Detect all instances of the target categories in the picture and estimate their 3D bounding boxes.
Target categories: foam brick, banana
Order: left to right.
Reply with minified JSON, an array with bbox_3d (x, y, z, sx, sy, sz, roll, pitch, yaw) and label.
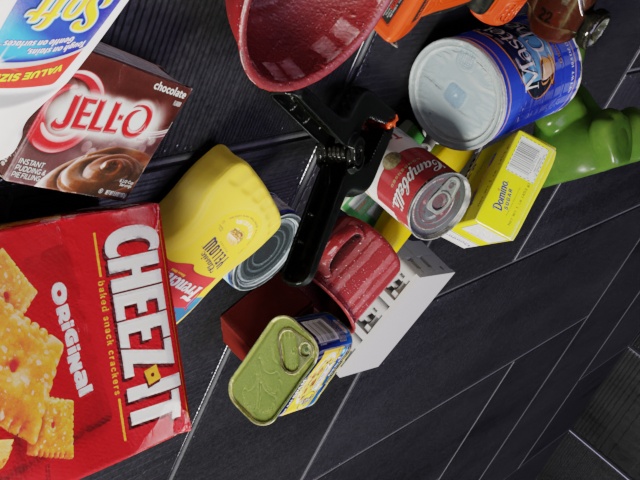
[{"bbox_3d":[-0.051,0.079,1.024,0.078,0.051,0.053,-38,154,-23],"label":"foam brick"},{"bbox_3d":[0.105,-0.047,1.085,0.198,0.037,0.069,-50,156,1],"label":"banana"}]

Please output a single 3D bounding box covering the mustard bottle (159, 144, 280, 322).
[{"bbox_3d":[-0.119,0.020,0.811,0.191,0.058,0.096,-44,147,-12],"label":"mustard bottle"}]

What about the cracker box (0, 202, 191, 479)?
[{"bbox_3d":[-0.183,0.070,0.661,0.213,0.072,0.164,-15,100,-51],"label":"cracker box"}]

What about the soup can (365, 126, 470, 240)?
[{"bbox_3d":[0.079,-0.055,0.969,0.068,0.102,0.068,-20,131,-25],"label":"soup can"}]

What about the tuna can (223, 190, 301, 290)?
[{"bbox_3d":[-0.056,0.001,0.922,0.086,0.034,0.086,-39,154,-23],"label":"tuna can"}]

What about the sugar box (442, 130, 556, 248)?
[{"bbox_3d":[0.160,-0.044,1.010,0.093,0.048,0.176,-62,-174,-6],"label":"sugar box"}]

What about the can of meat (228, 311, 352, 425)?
[{"bbox_3d":[-0.024,0.115,0.986,0.102,0.057,0.083,-56,158,18],"label":"can of meat"}]

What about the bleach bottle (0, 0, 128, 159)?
[{"bbox_3d":[-0.142,-0.130,0.552,0.251,0.068,0.102,-56,155,19],"label":"bleach bottle"}]

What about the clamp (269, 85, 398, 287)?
[{"bbox_3d":[0.013,-0.080,0.874,0.209,0.036,0.164,-49,141,-51],"label":"clamp"}]

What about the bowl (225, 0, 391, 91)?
[{"bbox_3d":[-0.011,-0.181,0.707,0.162,0.055,0.162,-39,154,-23],"label":"bowl"}]

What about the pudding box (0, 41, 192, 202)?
[{"bbox_3d":[-0.143,-0.075,0.654,0.090,0.039,0.113,-56,155,13],"label":"pudding box"}]

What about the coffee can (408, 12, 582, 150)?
[{"bbox_3d":[0.164,-0.150,0.995,0.140,0.103,0.103,-25,146,-43],"label":"coffee can"}]

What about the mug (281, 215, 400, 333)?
[{"bbox_3d":[0.022,0.024,1.025,0.081,0.093,0.117,-47,154,-18],"label":"mug"}]

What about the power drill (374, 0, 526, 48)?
[{"bbox_3d":[0.129,-0.227,0.824,0.187,0.057,0.185,-20,157,-35],"label":"power drill"}]
